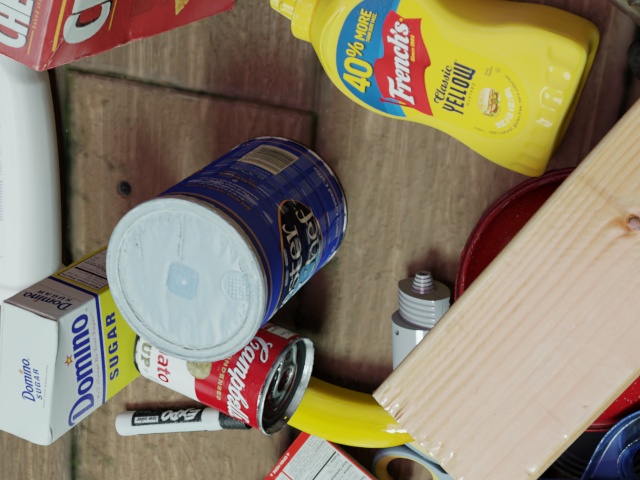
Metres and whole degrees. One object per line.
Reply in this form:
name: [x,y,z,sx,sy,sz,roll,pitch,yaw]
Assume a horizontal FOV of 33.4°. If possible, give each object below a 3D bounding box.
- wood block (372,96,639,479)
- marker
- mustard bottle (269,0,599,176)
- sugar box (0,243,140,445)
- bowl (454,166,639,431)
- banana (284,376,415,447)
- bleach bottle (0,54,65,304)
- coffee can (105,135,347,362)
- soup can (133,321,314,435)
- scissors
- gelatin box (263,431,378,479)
wood block: [0.135,0.033,0.552,0.091,0.090,0.206,45,106,15]
marker: [-0.102,0.137,0.815,0.121,0.020,0.020,-7,107,25]
mustard bottle: [0.058,-0.113,0.626,0.192,0.058,0.096,24,137,14]
sugar box: [-0.141,0.054,0.709,0.048,0.176,0.093,17,115,16]
bowl: [0.151,0.037,0.624,0.162,0.055,0.162,1,92,21]
banana: [-0.017,0.098,0.745,0.198,0.037,0.070,32,130,16]
bleach bottle: [-0.228,-0.083,0.760,0.103,0.068,0.251,15,113,17]
coffee can: [-0.054,0.001,0.672,0.103,0.140,0.103,8,113,20]
soup can: [-0.064,0.078,0.710,0.102,0.068,0.068,21,117,22]
scissors: [0.118,0.181,0.741,0.202,0.016,0.096,39,121,6]
gelatin box: [0.004,0.186,0.753,0.089,0.030,0.073,37,85,23]
